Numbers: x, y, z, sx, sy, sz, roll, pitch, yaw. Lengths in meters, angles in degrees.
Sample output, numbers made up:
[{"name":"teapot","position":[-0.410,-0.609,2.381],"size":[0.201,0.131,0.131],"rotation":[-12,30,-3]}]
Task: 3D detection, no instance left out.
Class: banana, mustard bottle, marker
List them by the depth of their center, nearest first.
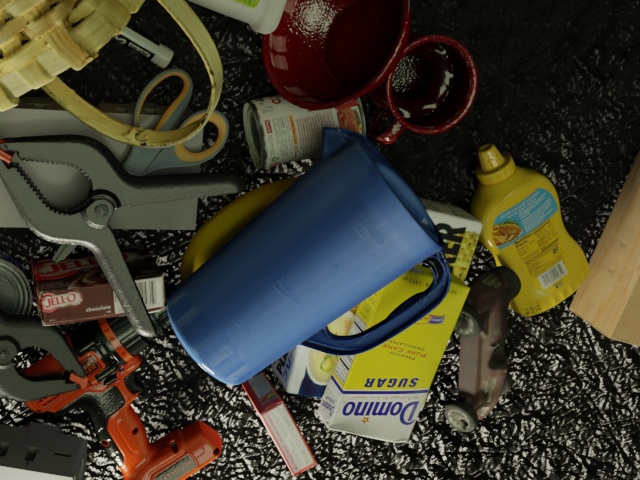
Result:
[{"name":"marker","position":[-0.187,-0.193,0.954],"size":[0.121,0.020,0.020],"rotation":[30,96,-25]},{"name":"banana","position":[-0.072,-0.008,1.034],"size":[0.198,0.037,0.069],"rotation":[-42,111,12]},{"name":"mustard bottle","position":[0.210,-0.019,1.126],"size":[0.096,0.058,0.191],"rotation":[-33,115,-7]}]

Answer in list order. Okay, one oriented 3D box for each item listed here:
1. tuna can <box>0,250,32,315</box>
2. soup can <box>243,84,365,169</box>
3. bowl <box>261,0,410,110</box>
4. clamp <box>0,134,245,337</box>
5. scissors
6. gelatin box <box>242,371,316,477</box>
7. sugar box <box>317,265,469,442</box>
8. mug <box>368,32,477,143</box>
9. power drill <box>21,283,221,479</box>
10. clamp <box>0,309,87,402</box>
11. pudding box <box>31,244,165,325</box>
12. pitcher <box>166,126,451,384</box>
[{"name":"tuna can","position":[-0.311,0.050,0.986],"size":[0.086,0.034,0.086],"rotation":[-6,110,-17]},{"name":"soup can","position":[-0.016,-0.108,1.014],"size":[0.102,0.068,0.068],"rotation":[-12,111,-14]},{"name":"bowl","position":[0.025,-0.190,0.972],"size":[0.055,0.162,0.162],"rotation":[17,103,-53]},{"name":"clamp","position":[-0.178,-0.035,0.912],"size":[0.209,0.036,0.164],"rotation":[38,90,-20]},{"name":"scissors","position":[-0.152,-0.054,0.945],"size":[0.096,0.016,0.202],"rotation":[23,99,-23]},{"name":"gelatin box","position":[-0.042,0.189,1.102],"size":[0.030,0.073,0.089],"rotation":[-30,115,-7]},{"name":"sugar box","position":[0.071,0.110,1.054],"size":[0.093,0.048,0.176],"rotation":[14,101,-22]},{"name":"mug","position":[0.086,-0.146,1.028],"size":[0.093,0.082,0.117],"rotation":[27,97,-25]},{"name":"power drill","position":[-0.176,0.153,1.055],"size":[0.184,0.057,0.187],"rotation":[-33,112,-1]},{"name":"clamp","position":[-0.288,0.087,0.959],"size":[0.171,0.039,0.120],"rotation":[15,98,-22]},{"name":"pudding box","position":[-0.207,0.040,0.987],"size":[0.113,0.090,0.039],"rotation":[-5,111,-18]},{"name":"pitcher","position":[-0.011,0.030,0.968],"size":[0.243,0.149,0.144],"rotation":[-38,143,12]}]
